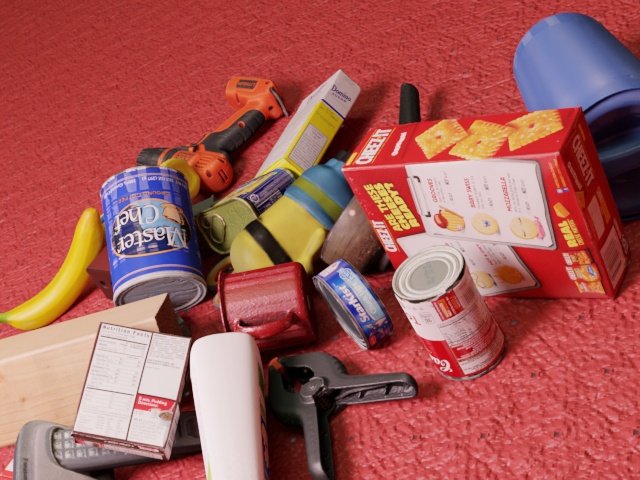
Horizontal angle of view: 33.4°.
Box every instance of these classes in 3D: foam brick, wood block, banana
[{"bbox_3d":[-0.231,0.038,1.280,0.078,0.053,0.051,3,46,42],"label":"foam brick"},{"bbox_3d":[-0.244,0.132,1.079,0.206,0.090,0.091,-16,13,4],"label":"wood block"},{"bbox_3d":[-0.318,0.046,1.308,0.198,0.069,0.037,-47,49,9],"label":"banana"}]

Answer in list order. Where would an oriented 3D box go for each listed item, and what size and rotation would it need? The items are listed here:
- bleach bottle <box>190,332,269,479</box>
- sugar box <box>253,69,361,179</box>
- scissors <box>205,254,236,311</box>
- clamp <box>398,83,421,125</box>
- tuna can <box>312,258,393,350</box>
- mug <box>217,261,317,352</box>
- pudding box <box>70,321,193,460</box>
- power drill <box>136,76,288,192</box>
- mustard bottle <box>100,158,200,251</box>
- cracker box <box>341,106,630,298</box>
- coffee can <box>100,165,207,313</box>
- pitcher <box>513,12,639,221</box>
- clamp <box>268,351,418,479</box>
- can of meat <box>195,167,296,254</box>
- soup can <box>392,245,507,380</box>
[{"bbox_3d":[-0.070,0.198,0.910,0.068,0.102,0.251,-7,41,-5],"label":"bleach bottle"},{"bbox_3d":[-0.018,-0.124,1.303,0.094,0.048,0.176,-33,19,50],"label":"sugar box"},{"bbox_3d":[-0.058,0.001,1.210,0.201,0.016,0.096,-49,33,-19],"label":"scissors"},{"bbox_3d":[0.083,-0.086,1.201,0.164,0.036,0.210,-41,36,3],"label":"clamp"},{"bbox_3d":[0.031,0.060,1.005,0.033,0.086,0.086,-36,33,-9],"label":"tuna can"},{"bbox_3d":[-0.051,0.070,1.041,0.081,0.093,0.117,-11,11,6],"label":"mug"},{"bbox_3d":[-0.172,0.138,0.984,0.090,0.039,0.113,10,63,1],"label":"pudding box"},{"bbox_3d":[-0.146,-0.143,1.450,0.185,0.057,0.187,15,58,44],"label":"power drill"},{"bbox_3d":[-0.242,-0.027,1.347,0.192,0.058,0.096,-35,11,23],"label":"mustard bottle"},{"bbox_3d":[0.150,-0.029,0.954,0.214,0.164,0.072,-1,42,38],"label":"cracker box"},{"bbox_3d":[-0.188,0.001,1.198,0.103,0.102,0.140,-21,63,16],"label":"coffee can"},{"bbox_3d":[0.275,-0.131,1.038,0.145,0.149,0.243,-38,27,18],"label":"pitcher"},{"bbox_3d":[-0.002,0.151,0.956,0.120,0.039,0.172,-43,28,-25],"label":"clamp"},{"bbox_3d":[-0.079,-0.035,1.222,0.102,0.057,0.083,-19,17,48],"label":"can of meat"},{"bbox_3d":[0.112,0.062,0.920,0.068,0.102,0.068,-21,34,15],"label":"soup can"}]
